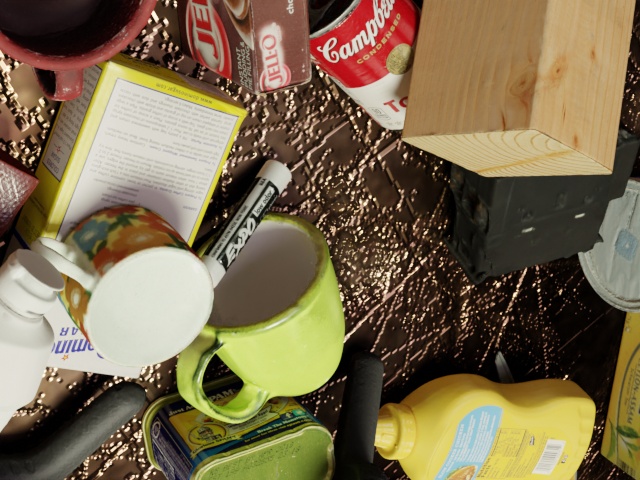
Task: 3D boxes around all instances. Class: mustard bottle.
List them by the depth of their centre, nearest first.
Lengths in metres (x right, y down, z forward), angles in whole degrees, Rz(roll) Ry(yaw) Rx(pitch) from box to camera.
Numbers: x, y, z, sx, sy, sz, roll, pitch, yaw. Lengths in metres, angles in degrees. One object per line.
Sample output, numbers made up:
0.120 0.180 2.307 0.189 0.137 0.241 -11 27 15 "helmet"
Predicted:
0.115 0.149 0.818 0.191 0.058 0.096 8 116 -28 "mustard bottle"

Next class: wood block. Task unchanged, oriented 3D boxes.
0.121 -0.147 0.609 0.090 0.091 0.206 17 79 -46 "wood block"

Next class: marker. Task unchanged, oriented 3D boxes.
-0.054 0.001 0.635 0.121 0.020 0.020 -58 134 -28 "marker"

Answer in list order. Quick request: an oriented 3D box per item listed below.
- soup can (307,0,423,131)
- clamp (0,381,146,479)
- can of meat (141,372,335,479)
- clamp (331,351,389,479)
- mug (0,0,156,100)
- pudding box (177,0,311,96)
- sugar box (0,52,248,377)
0.030 -0.118 0.631 0.068 0.069 0.102 -53 131 -1 "soup can"
-0.175 0.147 0.644 0.171 0.039 0.120 -9 116 -30 "clamp"
-0.052 0.132 0.684 0.102 0.084 0.057 -16 115 -23 "can of meat"
0.017 0.166 0.695 0.036 0.210 0.164 20 94 -10 "clamp"
-0.132 -0.125 0.509 0.093 0.082 0.117 -18 121 -26 "mug"
-0.045 -0.141 0.555 0.039 0.090 0.113 -18 121 -28 "pudding box"
-0.117 -0.012 0.601 0.093 0.048 0.176 15 107 -38 "sugar box"
